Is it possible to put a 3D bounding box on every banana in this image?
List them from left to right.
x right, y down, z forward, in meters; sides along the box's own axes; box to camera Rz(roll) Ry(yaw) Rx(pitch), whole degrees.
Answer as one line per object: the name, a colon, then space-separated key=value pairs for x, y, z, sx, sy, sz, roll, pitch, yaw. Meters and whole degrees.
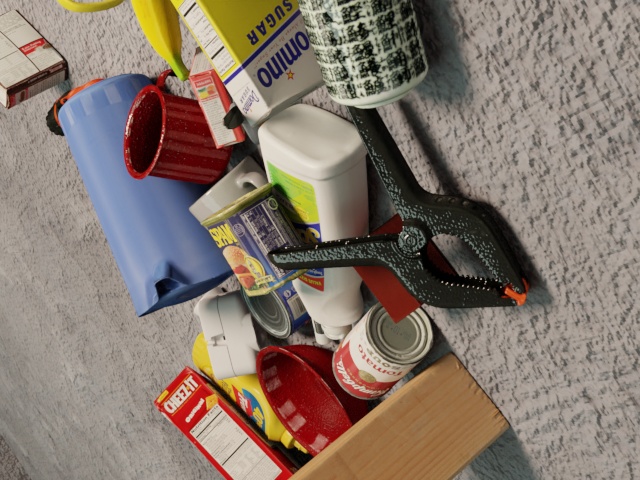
banana: x=-0.144 y=-0.237 z=0.933 sx=0.070 sy=0.037 sz=0.198 roll=31 pitch=145 yaw=32

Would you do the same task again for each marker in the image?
marker: x=-0.005 y=0.058 z=1.111 sx=0.020 sy=0.020 sz=0.121 roll=26 pitch=140 yaw=41

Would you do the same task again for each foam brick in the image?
foam brick: x=0.070 y=0.022 z=0.931 sx=0.078 sy=0.051 sz=0.053 roll=53 pitch=150 yaw=3

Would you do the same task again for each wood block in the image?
wood block: x=0.060 y=0.203 z=0.972 sx=0.091 sy=0.205 sz=0.090 roll=52 pitch=151 yaw=7

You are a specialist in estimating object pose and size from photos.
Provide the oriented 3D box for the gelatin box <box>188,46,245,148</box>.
gelatin box: x=-0.094 y=-0.136 z=0.986 sx=0.089 sy=0.030 sz=0.073 roll=-94 pitch=-14 yaw=-62

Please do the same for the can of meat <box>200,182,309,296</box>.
can of meat: x=-0.056 y=0.001 z=0.968 sx=0.084 sy=0.057 sz=0.102 roll=59 pitch=161 yaw=-6

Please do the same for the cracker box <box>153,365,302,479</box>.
cracker box: x=-0.098 y=0.267 z=1.349 sx=0.214 sy=0.072 sz=0.164 roll=42 pitch=175 yaw=21

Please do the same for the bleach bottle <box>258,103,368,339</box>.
bleach bottle: x=0.007 y=0.000 z=0.992 sx=0.103 sy=0.068 sz=0.251 roll=33 pitch=146 yaw=38

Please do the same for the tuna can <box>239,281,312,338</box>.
tuna can: x=-0.049 y=0.064 z=1.167 sx=0.086 sy=0.033 sz=0.086 roll=37 pitch=146 yaw=30

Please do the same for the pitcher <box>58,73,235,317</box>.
pitcher: x=-0.180 y=-0.050 z=1.148 sx=0.149 sy=0.144 sz=0.243 roll=-30 pitch=85 yaw=58

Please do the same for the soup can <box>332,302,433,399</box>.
soup can: x=0.059 y=0.103 z=1.014 sx=0.068 sy=0.068 sz=0.102 roll=50 pitch=150 yaw=10

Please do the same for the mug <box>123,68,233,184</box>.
mug: x=-0.138 y=-0.112 z=1.056 sx=0.093 sy=0.081 sz=0.117 roll=-13 pitch=72 yaw=55

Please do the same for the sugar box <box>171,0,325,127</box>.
sugar box: x=-0.063 y=-0.191 z=0.867 sx=0.176 sy=0.093 sz=0.048 roll=55 pitch=150 yaw=-2

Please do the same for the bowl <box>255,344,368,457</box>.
bowl: x=0.002 y=0.171 z=1.180 sx=0.162 sy=0.055 sz=0.162 roll=37 pitch=146 yaw=30

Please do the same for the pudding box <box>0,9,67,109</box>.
pudding box: x=-0.378 y=-0.223 z=1.303 sx=0.113 sy=0.089 sz=0.039 roll=43 pitch=148 yaw=20

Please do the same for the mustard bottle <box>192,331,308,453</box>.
mustard bottle: x=-0.076 y=0.189 z=1.310 sx=0.192 sy=0.058 sz=0.096 roll=42 pitch=153 yaw=22

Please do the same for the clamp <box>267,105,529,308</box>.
clamp: x=0.066 y=0.001 z=0.859 sx=0.210 sy=0.036 sz=0.165 roll=35 pitch=115 yaw=3

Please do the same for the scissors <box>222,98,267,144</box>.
scissors: x=-0.074 y=-0.128 z=0.922 sx=0.201 sy=0.016 sz=0.096 roll=13 pitch=-122 yaw=-83
